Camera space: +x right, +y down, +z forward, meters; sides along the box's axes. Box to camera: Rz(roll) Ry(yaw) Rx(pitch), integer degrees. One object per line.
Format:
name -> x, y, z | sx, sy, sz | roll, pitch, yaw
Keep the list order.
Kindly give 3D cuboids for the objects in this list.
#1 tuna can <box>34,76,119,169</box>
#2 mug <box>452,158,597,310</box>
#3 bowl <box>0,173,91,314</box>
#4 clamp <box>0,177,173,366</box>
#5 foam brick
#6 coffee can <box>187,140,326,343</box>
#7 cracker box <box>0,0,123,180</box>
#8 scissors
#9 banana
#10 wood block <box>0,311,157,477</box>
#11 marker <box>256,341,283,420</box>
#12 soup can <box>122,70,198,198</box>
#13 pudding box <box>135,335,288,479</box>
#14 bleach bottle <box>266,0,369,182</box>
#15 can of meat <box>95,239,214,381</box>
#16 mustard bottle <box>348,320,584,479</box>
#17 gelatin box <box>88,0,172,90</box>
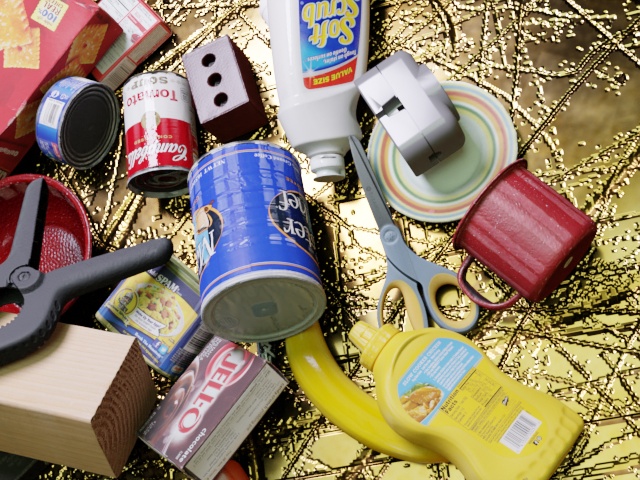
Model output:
tuna can -> -0.233, -0.113, 1.023 | 0.034, 0.086, 0.086 | 20, 81, 24
mug -> 0.159, 0.005, 0.857 | 0.081, 0.093, 0.117 | 41, 101, 20
bowl -> -0.277, 0.021, 1.014 | 0.162, 0.055, 0.162 | -5, 72, 17
clamp -> -0.236, 0.041, 0.905 | 0.165, 0.036, 0.209 | 17, 54, 22
foam brick -> -0.090, -0.141, 1.002 | 0.053, 0.051, 0.078 | -23, 68, 11
coffee can -> -0.056, 0.001, 0.903 | 0.103, 0.102, 0.140 | -19, 55, 12
cracker box -> -0.324, -0.178, 1.040 | 0.164, 0.072, 0.213 | 39, 90, 16
scissors -> 0.080, 0.002, 0.905 | 0.096, 0.016, 0.202 | -7, 82, 10
banana -> 0.029, 0.125, 0.889 | 0.069, 0.037, 0.198 | -44, 66, 2
wood block -> -0.258, 0.125, 0.918 | 0.206, 0.090, 0.090 | 9, 49, 16
marker -> -0.046, 0.096, 0.933 | 0.020, 0.020, 0.121 | -11, 71, 15
soup can -> -0.150, -0.099, 1.001 | 0.068, 0.068, 0.102 | -12, 70, 15
pudding box -> -0.091, 0.140, 0.893 | 0.113, 0.039, 0.090 | -53, 31, -14
bleach bottle -> 0.005, -0.176, 0.968 | 0.102, 0.068, 0.251 | 0, 78, -26
can of meat -> -0.139, 0.064, 0.954 | 0.102, 0.057, 0.084 | 38, 90, 24
mustard bottle -> 0.102, 0.124, 0.838 | 0.192, 0.058, 0.096 | 35, 63, 18
gelatin box -> -0.204, -0.205, 1.072 | 0.089, 0.030, 0.073 | -44, 64, 2
